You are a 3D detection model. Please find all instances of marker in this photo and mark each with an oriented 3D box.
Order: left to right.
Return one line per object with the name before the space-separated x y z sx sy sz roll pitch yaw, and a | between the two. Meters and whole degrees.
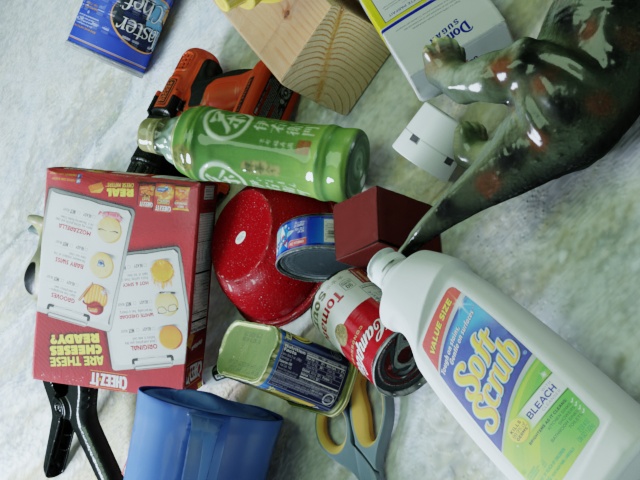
marker | -0.069 0.119 1.025 0.121 0.020 0.020 -23 59 41

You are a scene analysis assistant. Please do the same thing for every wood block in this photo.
wood block | -0.025 -0.224 1.056 0.091 0.090 0.206 -54 43 18

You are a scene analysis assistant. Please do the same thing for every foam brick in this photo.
foam brick | 0.055 -0.006 0.889 0.053 0.078 0.051 -23 61 42

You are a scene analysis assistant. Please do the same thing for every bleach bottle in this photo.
bleach bottle | 0.118 0.092 0.755 0.251 0.068 0.103 42 105 36

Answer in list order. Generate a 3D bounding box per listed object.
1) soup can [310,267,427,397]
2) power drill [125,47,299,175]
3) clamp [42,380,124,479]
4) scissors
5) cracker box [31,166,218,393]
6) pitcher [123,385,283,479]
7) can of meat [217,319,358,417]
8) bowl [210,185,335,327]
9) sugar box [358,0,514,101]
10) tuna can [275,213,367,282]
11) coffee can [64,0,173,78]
soup can | 0.045 0.073 0.878 0.102 0.068 0.068 40 106 48
power drill | -0.119 -0.124 1.123 0.188 0.057 0.184 7 68 45
clamp | -0.276 0.183 1.171 0.165 0.036 0.210 -7 95 49
scissors | 0.031 0.205 0.883 0.096 0.016 0.202 -20 61 44
cracker box | -0.194 0.039 1.067 0.164 0.072 0.214 6 95 13
pitcher | -0.122 0.256 0.943 0.145 0.149 0.243 9 86 40
can of meat | -0.031 0.109 0.922 0.102 0.083 0.057 0 68 59
bowl | -0.057 0.001 1.030 0.162 0.055 0.162 -21 61 43
sugar box | 0.090 -0.206 0.933 0.093 0.048 0.176 -29 53 7
tuna can | 0.004 0.007 0.936 0.086 0.086 0.034 -21 59 42
coffee can | -0.239 -0.283 1.308 0.103 0.102 0.140 29 98 49
